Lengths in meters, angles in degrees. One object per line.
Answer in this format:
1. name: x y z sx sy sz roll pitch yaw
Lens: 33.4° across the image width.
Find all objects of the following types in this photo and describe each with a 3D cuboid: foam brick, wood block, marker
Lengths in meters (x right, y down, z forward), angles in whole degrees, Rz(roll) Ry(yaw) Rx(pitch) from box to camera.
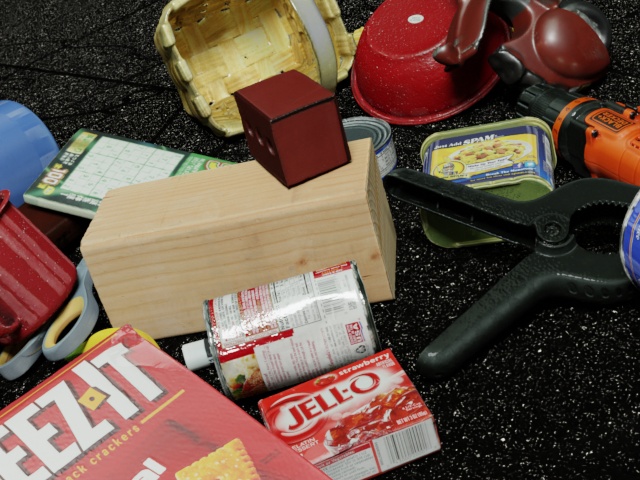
1. foam brick: -0.021 -0.081 0.754 0.051 0.053 0.078 -24 29 -14
2. wood block: -0.055 0.001 0.778 0.206 0.090 0.090 -10 29 11
3. marker: -0.034 0.064 0.731 0.121 0.020 0.020 -17 30 0

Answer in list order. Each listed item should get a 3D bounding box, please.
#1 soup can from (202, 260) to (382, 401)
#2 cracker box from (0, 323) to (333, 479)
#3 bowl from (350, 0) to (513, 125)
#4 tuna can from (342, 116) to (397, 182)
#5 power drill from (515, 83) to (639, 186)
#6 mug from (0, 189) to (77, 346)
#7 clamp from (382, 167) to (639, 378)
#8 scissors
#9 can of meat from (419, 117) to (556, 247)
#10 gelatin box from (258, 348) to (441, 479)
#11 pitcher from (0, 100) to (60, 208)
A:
1. soup can: -0.017 0.057 0.685 0.102 0.068 0.068 -16 30 0
2. cracker box: -0.082 0.151 0.502 0.214 0.072 0.164 31 52 32
3. bowl: 0.095 -0.186 0.993 0.162 0.055 0.162 -13 52 17
4. tuna can: 0.022 -0.072 0.916 0.086 0.034 0.086 -12 30 7
5. power drill: 0.268 -0.107 0.832 0.187 0.057 0.185 -27 35 -12
6. mug: -0.234 0.029 0.776 0.093 0.081 0.117 -36 24 13
7. clamp: 0.144 -0.003 0.703 0.210 0.036 0.164 -14 53 -2
8. scissors: -0.171 0.026 0.813 0.096 0.016 0.201 -2 44 49
9. can of meat: 0.124 -0.042 0.793 0.102 0.057 0.084 -9 33 15
10. gelatin box: 0.015 0.107 0.623 0.089 0.030 0.073 -20 30 -7
11. pitcher: -0.354 -0.026 0.951 0.149 0.145 0.242 21 42 31
